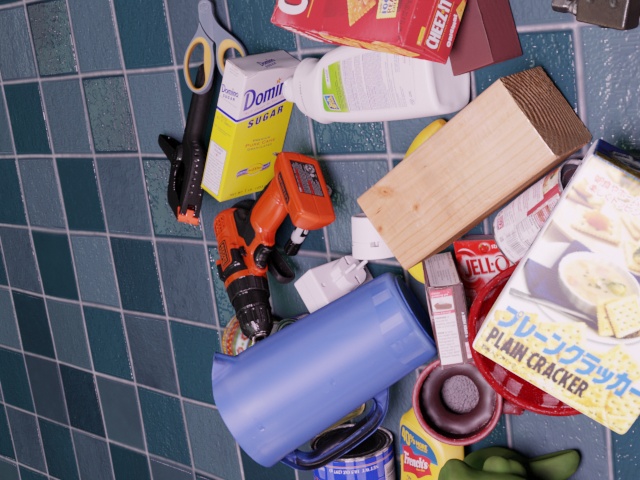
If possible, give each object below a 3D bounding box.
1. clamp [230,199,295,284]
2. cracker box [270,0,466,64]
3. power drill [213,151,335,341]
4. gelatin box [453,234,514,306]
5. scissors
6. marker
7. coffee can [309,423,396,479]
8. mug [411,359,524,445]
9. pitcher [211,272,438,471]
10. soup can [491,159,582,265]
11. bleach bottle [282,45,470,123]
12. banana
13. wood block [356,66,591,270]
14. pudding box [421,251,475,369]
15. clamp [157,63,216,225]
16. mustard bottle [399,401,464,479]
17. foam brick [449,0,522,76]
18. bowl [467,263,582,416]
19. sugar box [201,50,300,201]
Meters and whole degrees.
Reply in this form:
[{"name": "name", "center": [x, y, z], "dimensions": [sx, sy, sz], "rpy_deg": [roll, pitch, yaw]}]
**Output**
[{"name": "clamp", "center": [-0.079, -0.002, 1.364], "dimensions": [0.172, 0.039, 0.120], "rpy_deg": [-9, 76, 56]}, {"name": "cracker box", "center": [0.055, -0.272, 1.051], "dimensions": [0.214, 0.072, 0.164], "rpy_deg": [23, 97, 48]}, {"name": "power drill", "center": [-0.058, 0.002, 1.252], "dimensions": [0.188, 0.057, 0.184], "rpy_deg": [-47, 48, 38]}, {"name": "gelatin box", "center": [0.184, 0.032, 1.110], "dimensions": [0.089, 0.030, 0.073], "rpy_deg": [-1, 103, 47]}, {"name": "scissors", "center": [-0.126, -0.282, 1.336], "dimensions": [0.096, 0.016, 0.202], "rpy_deg": [10, 95, 16]}, {"name": "marker", "center": [-0.018, -0.023, 1.318], "dimensions": [0.020, 0.020, 0.121], "rpy_deg": [51, 135, 22]}, {"name": "coffee can", "center": [0.044, 0.310, 1.309], "dimensions": [0.103, 0.102, 0.140], "rpy_deg": [8, 110, 46]}, {"name": "mug", "center": [0.159, 0.168, 1.138], "dimensions": [0.117, 0.081, 0.093], "rpy_deg": [5, 88, 10]}, {"name": "pitcher", "center": [0.012, 0.148, 1.201], "dimensions": [0.243, 0.149, 0.145], "rpy_deg": [-32, 63, 11]}, {"name": "soup can", "center": [0.221, -0.023, 1.022], "dimensions": [0.102, 0.068, 0.068], "rpy_deg": [-42, 72, 47]}, {"name": "bleach bottle", "center": [0.047, -0.180, 1.160], "dimensions": [0.251, 0.067, 0.102], "rpy_deg": [4, 105, 49]}, {"name": "banana", "center": [0.110, -0.038, 1.165], "dimensions": [0.070, 0.037, 0.198], "rpy_deg": [7, 111, 27]}, {"name": "wood block", "center": [0.147, -0.068, 1.041], "dimensions": [0.206, 0.090, 0.090], "rpy_deg": [-40, 80, 38]}, {"name": "pudding box", "center": [0.131, 0.070, 1.107], "dimensions": [0.113, 0.039, 0.090], "rpy_deg": [-92, -10, -75]}, {"name": "clamp", "center": [-0.177, -0.105, 1.390], "dimensions": [0.165, 0.036, 0.210], "rpy_deg": [-44, 40, 51]}, {"name": "mustard bottle", "center": [0.128, 0.250, 1.228], "dimensions": [0.096, 0.058, 0.192], "rpy_deg": [29, 125, 60]}, {"name": "foam brick", "center": [0.154, -0.207, 1.040], "dimensions": [0.053, 0.051, 0.078], "rpy_deg": [-10, 97, 48]}, {"name": "bowl", "center": [0.228, 0.087, 1.041], "dimensions": [0.162, 0.055, 0.162], "rpy_deg": [8, 110, 21]}, {"name": "sugar box", "center": [-0.084, -0.138, 1.291], "dimensions": [0.048, 0.093, 0.176], "rpy_deg": [40, 131, 30]}]
